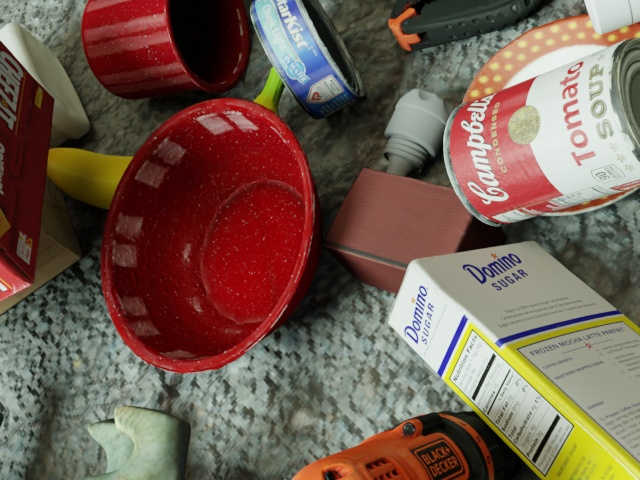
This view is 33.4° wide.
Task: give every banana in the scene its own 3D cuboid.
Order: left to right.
[{"bbox_3d":[-0.102,-0.052,0.705,0.198,0.037,0.069,-15,61,22],"label":"banana"}]

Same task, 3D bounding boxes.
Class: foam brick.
[{"bbox_3d":[0.052,0.000,0.586,0.078,0.053,0.051,16,73,32],"label":"foam brick"}]

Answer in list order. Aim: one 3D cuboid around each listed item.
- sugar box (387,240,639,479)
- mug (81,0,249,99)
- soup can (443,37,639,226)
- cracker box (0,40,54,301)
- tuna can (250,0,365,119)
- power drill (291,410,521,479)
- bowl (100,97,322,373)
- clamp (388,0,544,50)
[{"bbox_3d":[0.121,0.069,0.488,0.176,0.093,0.048,43,128,39],"label":"sugar box"},{"bbox_3d":[-0.111,-0.150,0.719,0.082,0.117,0.093,-5,34,31],"label":"mug"},{"bbox_3d":[0.120,-0.051,0.520,0.102,0.068,0.068,-18,54,47],"label":"soup can"},{"bbox_3d":[-0.265,-0.010,0.616,0.214,0.072,0.164,-25,43,15],"label":"cracker box"},{"bbox_3d":[-0.008,-0.119,0.662,0.034,0.086,0.086,-28,55,13],"label":"tuna can"},{"bbox_3d":[0.079,0.156,0.440,0.057,0.184,0.188,-44,70,24],"label":"power drill"},{"bbox_3d":[-0.054,0.001,0.627,0.162,0.055,0.162,-11,72,35],"label":"bowl"},{"bbox_3d":[0.125,-0.200,0.664,0.210,0.036,0.165,-34,57,7],"label":"clamp"}]
